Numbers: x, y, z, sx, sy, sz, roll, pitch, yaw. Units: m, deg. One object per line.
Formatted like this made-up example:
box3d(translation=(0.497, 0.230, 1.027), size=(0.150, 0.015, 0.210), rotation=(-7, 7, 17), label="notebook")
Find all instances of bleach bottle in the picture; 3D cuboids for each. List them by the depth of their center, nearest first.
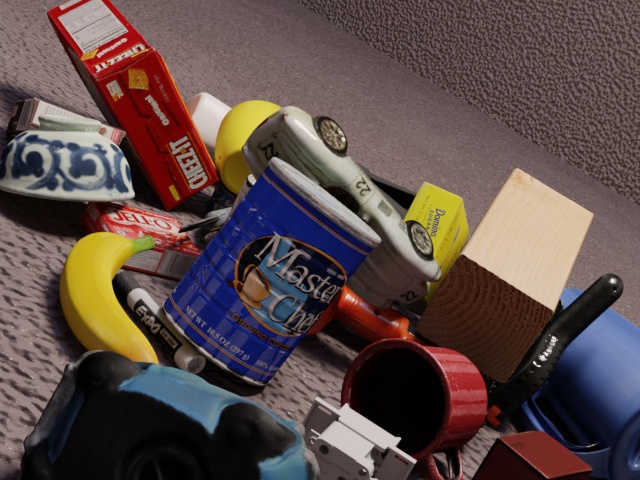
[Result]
box3d(translation=(-0.054, -0.081, 1.254), size=(0.250, 0.068, 0.103), rotation=(29, -13, -19), label="bleach bottle")

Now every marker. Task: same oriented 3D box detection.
box3d(translation=(-0.125, 0.060, 0.807), size=(0.020, 0.020, 0.121), rotation=(10, 24, -45), label="marker")

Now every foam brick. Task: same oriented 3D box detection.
box3d(translation=(0.161, 0.184, 0.821), size=(0.053, 0.051, 0.078), rotation=(38, 19, 35), label="foam brick")

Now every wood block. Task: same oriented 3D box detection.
box3d(translation=(0.171, 0.026, 0.965), size=(0.091, 0.090, 0.205), rotation=(31, 32, 7), label="wood block")

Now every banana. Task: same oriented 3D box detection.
box3d(translation=(-0.154, 0.038, 0.770), size=(0.069, 0.037, 0.198), rotation=(-6, 29, -7), label="banana")

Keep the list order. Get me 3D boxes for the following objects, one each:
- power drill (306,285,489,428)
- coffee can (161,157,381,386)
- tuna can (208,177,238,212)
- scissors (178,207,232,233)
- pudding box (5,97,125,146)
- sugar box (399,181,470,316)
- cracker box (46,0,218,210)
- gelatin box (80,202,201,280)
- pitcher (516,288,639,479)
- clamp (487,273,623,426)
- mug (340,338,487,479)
box3d(translation=(0.062, 0.092, 0.938), size=(0.187, 0.057, 0.184), rotation=(29, 13, -2), label="power drill")
box3d(translation=(-0.037, 0.023, 0.803), size=(0.103, 0.140, 0.103), rotation=(37, 6, -5), label="coffee can")
box3d(translation=(-0.076, -0.033, 1.139), size=(0.086, 0.034, 0.086), rotation=(25, 17, -8), label="tuna can")
box3d(translation=(-0.079, -0.028, 0.993), size=(0.202, 0.096, 0.016), rotation=(-163, -131, -88), label="scissors")
box3d(translation=(-0.246, -0.103, 1.021), size=(0.090, 0.039, 0.114), rotation=(19, -1, -25), label="pudding box")
box3d(translation=(0.106, 0.016, 1.023), size=(0.048, 0.093, 0.176), rotation=(25, -8, 18), label="sugar box")
box3d(translation=(-0.194, -0.152, 1.105), size=(0.214, 0.072, 0.164), rotation=(48, -14, 52), label="cracker box")
box3d(translation=(-0.155, -0.001, 0.925), size=(0.089, 0.030, 0.073), rotation=(16, 20, -35), label="gelatin box")
box3d(translation=(0.269, 0.141, 1.013), size=(0.149, 0.145, 0.243), rotation=(35, 8, -25), label="pitcher")
box3d(translation=(0.206, 0.094, 0.970), size=(0.039, 0.120, 0.171), rotation=(40, 61, -2), label="clamp")
box3d(translation=(0.079, 0.132, 0.808), size=(0.081, 0.093, 0.117), rotation=(10, 54, -57), label="mug")
